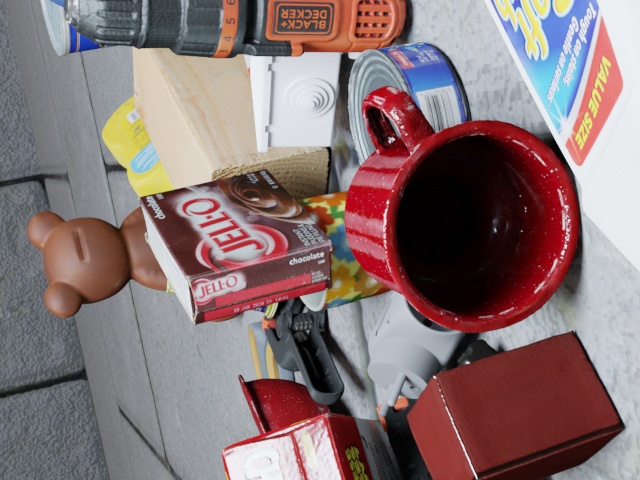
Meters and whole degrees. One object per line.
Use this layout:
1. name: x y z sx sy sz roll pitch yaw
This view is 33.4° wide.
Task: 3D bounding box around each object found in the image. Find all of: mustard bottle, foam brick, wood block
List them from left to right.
1. mustard bottle: -0.137 -0.080 0.997 0.192 0.096 0.058 49 171 52
2. wood block: -0.075 -0.088 0.826 0.206 0.090 0.091 -121 26 -42
3. foam brick: 0.088 0.085 0.497 0.053 0.078 0.051 109 141 -58

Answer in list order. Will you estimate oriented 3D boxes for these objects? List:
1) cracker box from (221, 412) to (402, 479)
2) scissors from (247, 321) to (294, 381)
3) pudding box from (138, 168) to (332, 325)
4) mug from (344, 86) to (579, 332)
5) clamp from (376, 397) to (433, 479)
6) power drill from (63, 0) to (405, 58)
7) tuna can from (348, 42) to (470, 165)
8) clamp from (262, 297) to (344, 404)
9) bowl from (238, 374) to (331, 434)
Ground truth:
1. cracker box: 0.020 0.192 0.638 0.213 0.072 0.164 37 -146 -73
2. scissors: -0.032 0.173 0.987 0.096 0.016 0.202 156 100 -71
3. pudding box: -0.054 0.001 0.661 0.114 0.090 0.039 -133 35 -55
4. mug: 0.053 -0.019 0.498 0.117 0.093 0.082 56 170 -14
5. clamp: 0.079 0.191 0.629 0.164 0.036 0.210 70 -179 -51
6. power drill: -0.035 -0.184 0.538 0.057 0.184 0.188 -133 44 -55
7. tuna can: 0.047 -0.064 0.581 0.086 0.033 0.086 167 90 -71
8. clamp: -0.014 0.072 0.823 0.172 0.039 0.120 130 142 -71
9. bowl: -0.009 0.169 0.828 0.162 0.055 0.162 157 90 -82
